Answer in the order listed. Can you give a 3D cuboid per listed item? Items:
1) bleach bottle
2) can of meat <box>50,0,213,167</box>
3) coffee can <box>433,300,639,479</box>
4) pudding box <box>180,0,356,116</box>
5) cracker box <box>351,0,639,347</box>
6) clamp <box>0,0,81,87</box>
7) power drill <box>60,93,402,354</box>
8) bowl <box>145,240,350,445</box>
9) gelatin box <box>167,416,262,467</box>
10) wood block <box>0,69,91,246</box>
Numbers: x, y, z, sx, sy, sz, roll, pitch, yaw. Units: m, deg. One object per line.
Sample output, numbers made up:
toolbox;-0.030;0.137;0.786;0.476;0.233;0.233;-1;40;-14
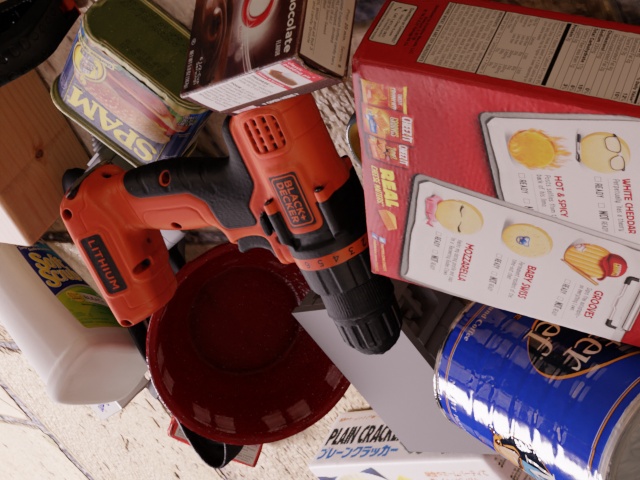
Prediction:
bleach bottle;-0.255;0.037;0.927;0.251;0.068;0.102;42;-167;27
can of meat;-0.116;-0.102;0.692;0.102;0.057;0.084;38;144;-5
coffee can;0.149;0.094;0.618;0.140;0.102;0.102;29;154;52
pudding box;-0.022;-0.125;0.529;0.039;0.113;0.090;16;163;-39
cracker box;0.129;-0.030;0.534;0.214;0.072;0.164;14;143;19
clamp;-0.220;-0.105;0.672;0.120;0.171;0.039;41;165;43
power drill;-0.054;0.001;0.660;0.188;0.057;0.184;-13;112;28
bowl;-0.051;0.068;0.796;0.162;0.162;0.055;49;179;-20
gelatin box;-0.104;0.193;1.041;0.089;0.030;0.073;22;167;-6
wood block;-0.267;-0.103;0.794;0.090;0.090;0.206;8;138;36
